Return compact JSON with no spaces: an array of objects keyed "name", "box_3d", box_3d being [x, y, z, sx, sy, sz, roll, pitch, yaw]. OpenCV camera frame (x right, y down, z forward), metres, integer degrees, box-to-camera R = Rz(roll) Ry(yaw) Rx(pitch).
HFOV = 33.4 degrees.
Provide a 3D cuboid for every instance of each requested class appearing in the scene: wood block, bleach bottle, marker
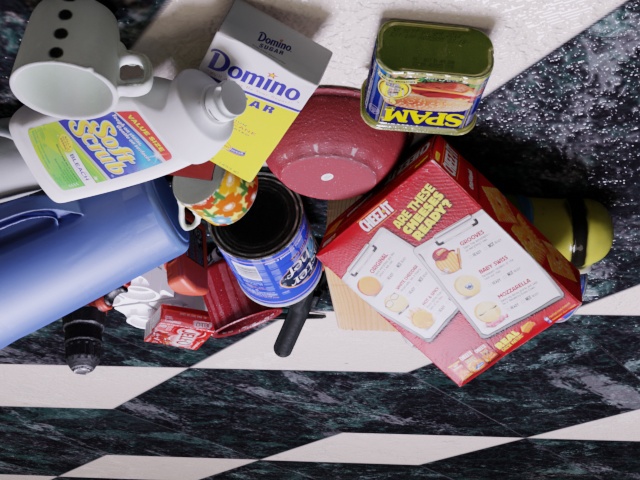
[{"name":"wood block","box_3d":[0.059,0.031,1.242,0.091,0.090,0.206,2,157,6]},{"name":"bleach bottle","box_3d":[-0.163,-0.101,0.924,0.251,0.068,0.102,-12,112,42]},{"name":"marker","box_3d":[-0.135,0.024,1.341,0.020,0.020,0.121,12,155,-20]}]

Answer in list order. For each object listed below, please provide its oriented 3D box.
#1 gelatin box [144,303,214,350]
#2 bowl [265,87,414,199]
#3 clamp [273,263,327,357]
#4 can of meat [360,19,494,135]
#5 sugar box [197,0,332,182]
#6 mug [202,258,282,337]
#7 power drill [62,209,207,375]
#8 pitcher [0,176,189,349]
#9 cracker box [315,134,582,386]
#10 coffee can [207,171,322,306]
[{"name":"gelatin box","box_3d":[-0.182,0.113,1.382,0.073,0.030,0.089,12,156,-19]},{"name":"bowl","box_3d":[0.009,-0.083,1.027,0.162,0.055,0.162,3,156,1]},{"name":"clamp","box_3d":[-0.012,0.062,1.346,0.039,0.120,0.172,25,138,4]},{"name":"can of meat","box_3d":[0.089,-0.136,0.892,0.102,0.057,0.084,4,154,-4]},{"name":"sugar box","box_3d":[-0.066,-0.123,0.919,0.093,0.048,0.176,28,151,-8]},{"name":"mug","box_3d":[-0.094,0.063,1.330,0.117,0.081,0.093,-16,167,-25]},{"name":"power drill","box_3d":[-0.221,0.050,1.232,0.188,0.184,0.057,-18,150,22]},{"name":"pitcher","box_3d":[-0.268,0.006,1.104,0.243,0.145,0.149,-25,-167,4]},{"name":"cracker box","box_3d":[0.130,0.023,1.072,0.213,0.072,0.164,42,119,-14]},{"name":"coffee can","box_3d":[-0.058,0.001,1.171,0.103,0.103,0.140,-1,156,9]}]
